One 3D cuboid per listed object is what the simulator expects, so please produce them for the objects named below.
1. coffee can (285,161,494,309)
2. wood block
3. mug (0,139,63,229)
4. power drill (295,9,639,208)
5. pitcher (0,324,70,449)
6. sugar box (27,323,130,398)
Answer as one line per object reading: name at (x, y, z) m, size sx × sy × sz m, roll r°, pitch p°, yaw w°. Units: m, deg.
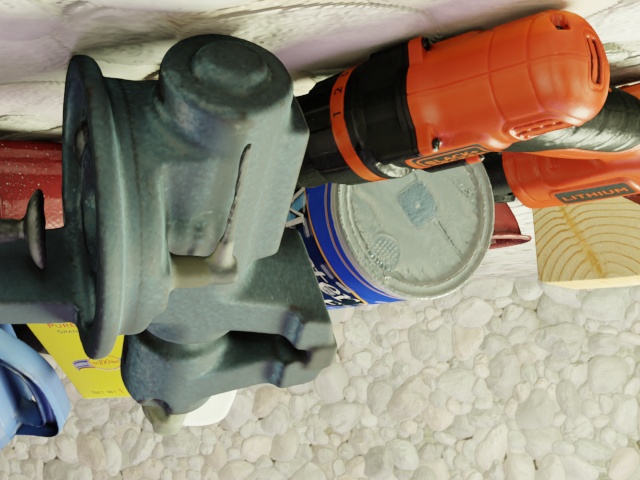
coffee can at (0.019, -0.011, 0.630) m, size 0.102 × 0.103 × 0.141 m, roll -1°, pitch 174°, yaw -29°
wood block at (0.239, -0.008, 0.901) m, size 0.090 × 0.091 × 0.205 m, roll -6°, pitch 175°, yaw 20°
mug at (-0.174, -0.017, 0.568) m, size 0.117 × 0.093 × 0.081 m, roll 28°, pitch -162°, yaw 31°
power drill at (0.078, -0.050, 0.509) m, size 0.185 × 0.057 × 0.187 m, roll -9°, pitch 173°, yaw 41°
pitcher at (-0.274, 0.069, 0.754) m, size 0.149 × 0.145 × 0.243 m, roll -20°, pitch 156°, yaw -18°
sugar box at (-0.153, 0.031, 0.689) m, size 0.093 × 0.048 × 0.176 m, roll -7°, pitch 132°, yaw 26°
